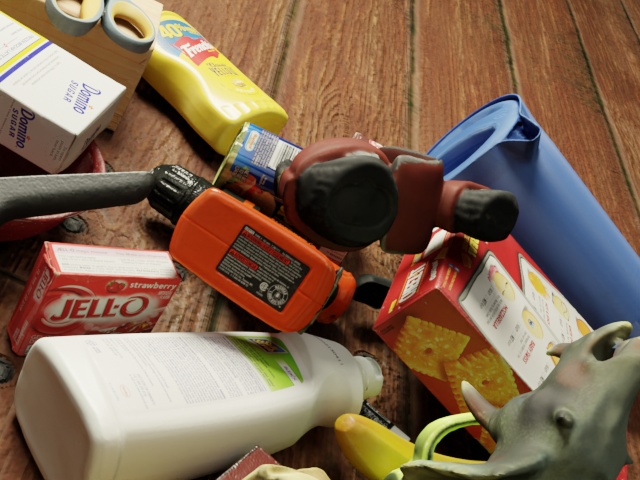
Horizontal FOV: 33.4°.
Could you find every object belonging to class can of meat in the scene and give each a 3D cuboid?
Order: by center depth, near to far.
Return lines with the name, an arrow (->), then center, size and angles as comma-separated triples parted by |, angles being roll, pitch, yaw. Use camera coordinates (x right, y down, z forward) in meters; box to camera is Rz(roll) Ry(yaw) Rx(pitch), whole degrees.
can of meat -> -0.041, -0.044, 0.861 | 0.084, 0.102, 0.057 | 26, 66, -7

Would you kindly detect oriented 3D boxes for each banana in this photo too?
banana -> 0.090, 0.155, 0.729 | 0.197, 0.070, 0.037 | 11, 26, -21

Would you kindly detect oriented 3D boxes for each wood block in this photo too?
wood block -> -0.244, -0.184, 0.879 | 0.206, 0.091, 0.090 | 23, 32, -18

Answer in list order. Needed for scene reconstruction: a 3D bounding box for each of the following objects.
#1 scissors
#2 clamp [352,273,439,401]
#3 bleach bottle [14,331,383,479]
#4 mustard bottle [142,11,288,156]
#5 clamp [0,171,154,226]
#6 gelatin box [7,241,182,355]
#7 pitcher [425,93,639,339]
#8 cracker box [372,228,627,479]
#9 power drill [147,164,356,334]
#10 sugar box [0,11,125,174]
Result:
scissors -> -0.169, -0.208, 0.876 | 0.096, 0.016, 0.201 | 27, 32, -13
clamp -> 0.091, 0.057, 0.892 | 0.120, 0.039, 0.171 | 52, 26, 0
bleach bottle -> -0.055, 0.101, 0.667 | 0.250, 0.068, 0.103 | 1, 36, -41
mustard bottle -> -0.122, -0.157, 0.986 | 0.192, 0.058, 0.096 | 44, 30, 19
clamp -> -0.211, -0.027, 0.637 | 0.164, 0.036, 0.209 | 38, 59, -5
gelatin box -> -0.143, 0.039, 0.672 | 0.089, 0.073, 0.030 | 5, 41, -39
pitcher -> 0.189, 0.002, 0.952 | 0.242, 0.145, 0.149 | 47, 12, -13
cracker box -> 0.146, 0.087, 0.824 | 0.213, 0.072, 0.164 | 48, 30, -11
power drill -> -0.055, 0.001, 0.754 | 0.184, 0.057, 0.187 | 32, 3, -1
sugar box -> -0.232, -0.120, 0.735 | 0.176, 0.048, 0.093 | 34, 31, -5
